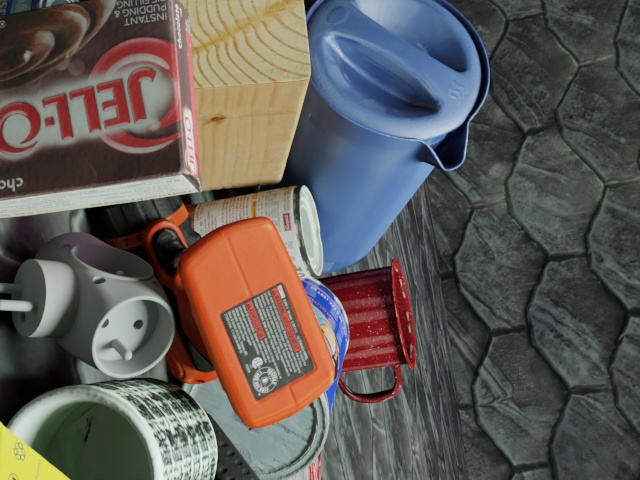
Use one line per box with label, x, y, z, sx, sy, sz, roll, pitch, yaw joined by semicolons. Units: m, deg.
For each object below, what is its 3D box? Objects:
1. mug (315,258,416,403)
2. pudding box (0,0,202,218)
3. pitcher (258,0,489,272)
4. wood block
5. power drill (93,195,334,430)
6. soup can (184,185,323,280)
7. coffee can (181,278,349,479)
mug;0.034;0.079;0.894;0.093;0.081;0.117;-35;115;-78
pudding box;-0.114;-0.061;0.492;0.039;0.113;0.090;53;30;-73
pitcher;0.019;-0.081;0.811;0.243;0.145;0.149;118;-13;-59
wood block;-0.064;-0.101;0.666;0.206;0.090;0.090;119;-35;-76
power drill;-0.071;0.013;0.585;0.188;0.057;0.184;23;-41;64
soup can;-0.055;0.001;0.759;0.068;0.102;0.068;-9;90;-79
coffee can;-0.037;0.094;0.772;0.140;0.103;0.103;-69;148;-68
